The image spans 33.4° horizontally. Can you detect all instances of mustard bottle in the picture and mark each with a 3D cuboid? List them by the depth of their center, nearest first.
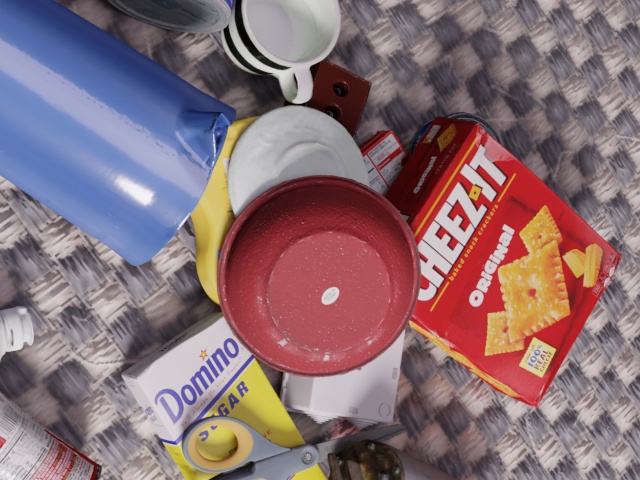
[{"bbox_3d":[-0.056,0.001,0.860,0.096,0.058,0.191,-17,93,-29],"label":"mustard bottle"}]

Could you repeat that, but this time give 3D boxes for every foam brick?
[{"bbox_3d":[0.000,-0.104,0.900,0.053,0.051,0.078,23,76,-23],"label":"foam brick"}]

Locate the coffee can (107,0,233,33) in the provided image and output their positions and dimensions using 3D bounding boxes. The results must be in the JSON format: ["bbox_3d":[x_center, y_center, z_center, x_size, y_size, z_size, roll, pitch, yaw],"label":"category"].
[{"bbox_3d":[-0.105,-0.247,0.830,0.102,0.103,0.140,17,78,-24],"label":"coffee can"}]

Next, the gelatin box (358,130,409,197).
[{"bbox_3d":[0.053,-0.041,0.934,0.073,0.030,0.089,-40,104,-22],"label":"gelatin box"}]

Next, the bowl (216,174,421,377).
[{"bbox_3d":[0.003,0.034,0.806,0.162,0.055,0.162,-1,101,-7],"label":"bowl"}]

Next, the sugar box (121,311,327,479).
[{"bbox_3d":[-0.072,0.154,0.847,0.093,0.048,0.176,-35,102,-25],"label":"sugar box"}]

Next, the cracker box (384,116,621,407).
[{"bbox_3d":[0.145,0.021,0.925,0.213,0.072,0.164,37,80,-28],"label":"cracker box"}]

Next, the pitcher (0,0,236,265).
[{"bbox_3d":[-0.194,-0.093,0.728,0.242,0.145,0.149,33,99,-20],"label":"pitcher"}]

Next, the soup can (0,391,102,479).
[{"bbox_3d":[-0.217,0.159,0.762,0.102,0.069,0.068,42,69,-17],"label":"soup can"}]

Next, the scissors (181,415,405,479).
[{"bbox_3d":[-0.026,0.155,0.836,0.201,0.016,0.096,-27,96,-29],"label":"scissors"}]
